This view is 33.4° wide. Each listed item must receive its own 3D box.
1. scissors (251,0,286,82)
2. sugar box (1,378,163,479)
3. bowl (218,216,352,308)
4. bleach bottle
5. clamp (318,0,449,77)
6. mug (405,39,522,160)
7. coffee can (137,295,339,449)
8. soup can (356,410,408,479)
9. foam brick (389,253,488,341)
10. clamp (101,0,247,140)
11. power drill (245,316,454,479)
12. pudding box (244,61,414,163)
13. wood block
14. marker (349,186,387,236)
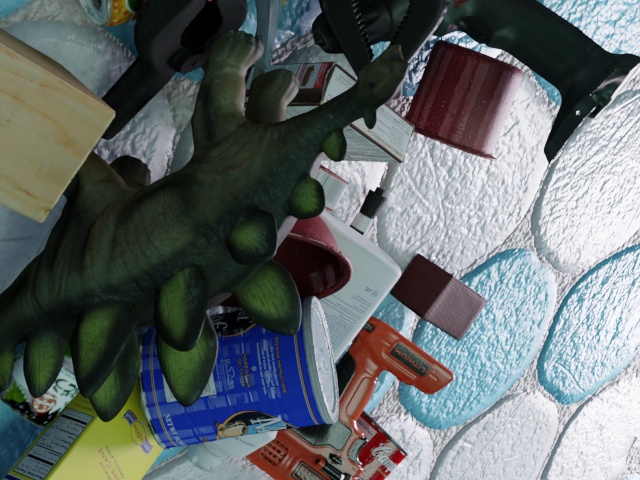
[{"bbox_3d":[-0.043,-0.145,0.760,0.096,0.016,0.202,36,67,-80],"label":"scissors"},{"bbox_3d":[-0.188,0.182,0.840,0.176,0.048,0.093,-57,143,-37],"label":"sugar box"},{"bbox_3d":[-0.055,0.001,0.836,0.161,0.162,0.055,28,54,-46],"label":"bowl"},{"bbox_3d":[-0.041,0.096,0.941,0.102,0.068,0.251,34,98,-23],"label":"bleach bottle"},{"bbox_3d":[0.057,-0.210,0.754,0.164,0.036,0.210,0,105,9],"label":"clamp"},{"bbox_3d":[0.130,-0.123,0.937,0.117,0.093,0.081,2,112,-62],"label":"mug"},{"bbox_3d":[-0.064,0.107,0.858,0.140,0.103,0.103,-11,131,8],"label":"coffee can"},{"bbox_3d":[0.031,0.231,1.088,0.102,0.069,0.068,-46,136,-6],"label":"soup can"},{"bbox_3d":[0.118,0.056,1.061,0.051,0.053,0.078,-55,138,2],"label":"foam brick"},{"bbox_3d":[-0.102,-0.127,0.725,0.120,0.039,0.172,-32,164,-21],"label":"clamp"},{"bbox_3d":[0.045,0.182,1.026,0.184,0.057,0.187,38,84,-13],"label":"power drill"},{"bbox_3d":[0.005,-0.098,0.836,0.113,0.090,0.039,28,72,-47],"label":"pudding box"},{"bbox_3d":[-0.239,-0.101,0.632,0.205,0.091,0.090,31,95,-47],"label":"wood block"},{"bbox_3d":[0.026,0.005,0.974,0.020,0.020,0.121,21,101,-45],"label":"marker"}]
